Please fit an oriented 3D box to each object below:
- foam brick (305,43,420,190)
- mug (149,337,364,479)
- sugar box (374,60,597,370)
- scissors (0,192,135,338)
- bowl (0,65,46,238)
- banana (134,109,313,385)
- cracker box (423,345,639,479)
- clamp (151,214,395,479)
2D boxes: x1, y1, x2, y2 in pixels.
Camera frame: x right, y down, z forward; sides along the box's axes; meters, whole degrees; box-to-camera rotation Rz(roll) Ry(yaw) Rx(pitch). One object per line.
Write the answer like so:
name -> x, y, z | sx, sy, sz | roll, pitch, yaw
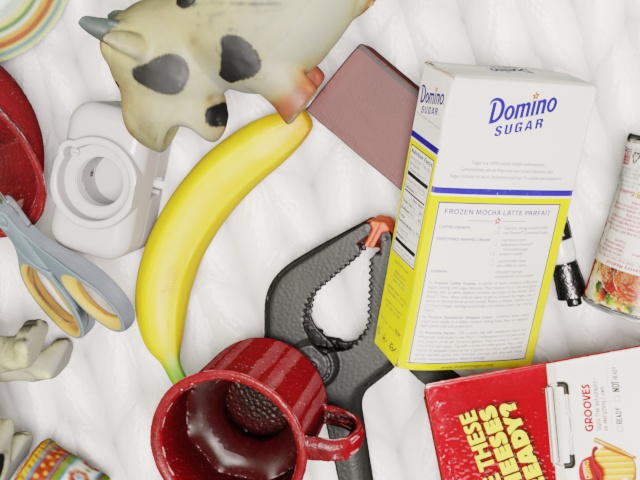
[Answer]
foam brick -> 0.040, -0.074, 0.646 | 0.078, 0.053, 0.051 | 40, 103, 4
mug -> -0.032, 0.108, 0.634 | 0.117, 0.081, 0.093 | 3, 104, 14
sugar box -> 0.092, -0.012, 0.616 | 0.093, 0.048, 0.176 | 1, 110, -21
scissors -> -0.175, -0.008, 0.650 | 0.096, 0.016, 0.201 | 12, 140, 31
bowl -> -0.235, -0.075, 0.672 | 0.162, 0.055, 0.162 | 14, 141, 11
banana -> -0.073, -0.004, 0.684 | 0.069, 0.037, 0.198 | 26, 99, 7
cracker box -> 0.179, 0.144, 0.605 | 0.213, 0.072, 0.164 | -11, 75, 3
clamp -> 0.005, 0.084, 0.683 | 0.164, 0.036, 0.210 | 33, 105, 4
